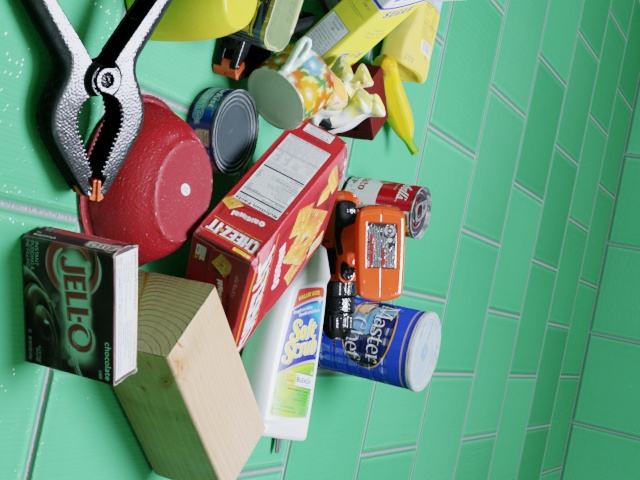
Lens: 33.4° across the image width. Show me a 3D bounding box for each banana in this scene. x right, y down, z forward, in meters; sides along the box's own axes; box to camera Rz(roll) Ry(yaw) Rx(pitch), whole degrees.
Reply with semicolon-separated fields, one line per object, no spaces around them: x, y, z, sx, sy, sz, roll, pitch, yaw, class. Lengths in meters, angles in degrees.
0.095;-0.189;1.379;0.037;0.070;0.197;-37;147;-4;banana

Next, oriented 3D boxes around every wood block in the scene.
-0.131;0.138;1.016;0.090;0.090;0.206;-57;146;-38;wood block

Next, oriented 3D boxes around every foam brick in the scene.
0.046;-0.170;1.299;0.051;0.053;0.078;-55;145;-40;foam brick

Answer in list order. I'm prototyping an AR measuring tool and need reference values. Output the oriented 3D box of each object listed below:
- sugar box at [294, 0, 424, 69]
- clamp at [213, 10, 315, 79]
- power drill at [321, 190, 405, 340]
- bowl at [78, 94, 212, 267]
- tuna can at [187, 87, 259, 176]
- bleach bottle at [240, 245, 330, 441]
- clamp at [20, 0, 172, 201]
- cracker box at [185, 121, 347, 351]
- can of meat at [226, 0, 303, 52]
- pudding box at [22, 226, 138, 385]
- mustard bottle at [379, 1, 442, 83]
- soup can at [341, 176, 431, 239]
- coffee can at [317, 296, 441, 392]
0.057;-0.251;1.172;0.048;0.176;0.093;58;29;6;sugar box
-0.055;-0.233;1.082;0.171;0.039;0.120;-56;147;-40;clamp
0.040;0.030;1.245;0.188;0.057;0.184;178;-88;-73;power drill
-0.144;-0.048;0.957;0.161;0.055;0.162;-35;130;-56;bowl
-0.096;-0.108;1.055;0.086;0.034;0.086;-34;130;-56;tuna can
-0.041;0.096;1.213;0.102;0.068;0.251;19;77;-49;bleach bottle
-0.173;-0.138;0.855;0.164;0.036;0.210;-18;120;-40;clamp
-0.057;0.001;1.078;0.213;0.072;0.164;-54;166;-44;cracker box
-0.063;-0.234;0.995;0.057;0.084;0.102;-5;115;-63;can of meat
-0.192;0.051;0.857;0.039;0.090;0.113;-30;127;-58;pudding box
0.129;-0.311;1.406;0.096;0.058;0.191;24;78;-62;mustard bottle
0.083;-0.043;1.365;0.068;0.102;0.068;-34;129;-56;soup can
0.070;0.128;1.362;0.102;0.140;0.103;-34;129;-56;coffee can
